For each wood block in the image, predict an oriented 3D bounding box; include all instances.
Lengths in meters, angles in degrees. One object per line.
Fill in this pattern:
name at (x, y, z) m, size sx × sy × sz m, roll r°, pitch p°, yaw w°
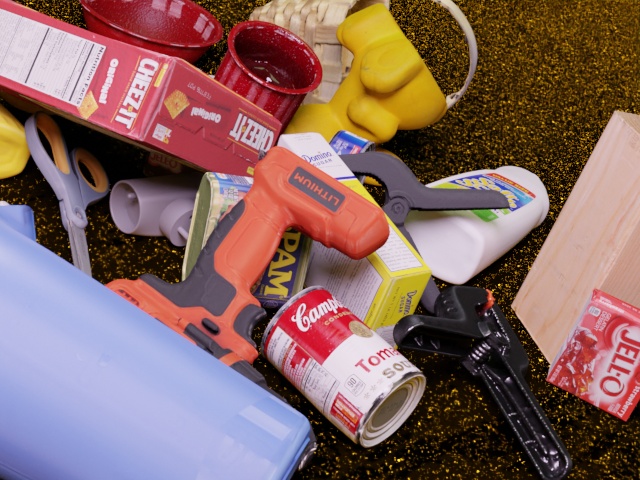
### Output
wood block at (0.259, 0.005, 0.915) m, size 0.090 × 0.206 × 0.090 m, roll 7°, pitch 32°, yaw -25°

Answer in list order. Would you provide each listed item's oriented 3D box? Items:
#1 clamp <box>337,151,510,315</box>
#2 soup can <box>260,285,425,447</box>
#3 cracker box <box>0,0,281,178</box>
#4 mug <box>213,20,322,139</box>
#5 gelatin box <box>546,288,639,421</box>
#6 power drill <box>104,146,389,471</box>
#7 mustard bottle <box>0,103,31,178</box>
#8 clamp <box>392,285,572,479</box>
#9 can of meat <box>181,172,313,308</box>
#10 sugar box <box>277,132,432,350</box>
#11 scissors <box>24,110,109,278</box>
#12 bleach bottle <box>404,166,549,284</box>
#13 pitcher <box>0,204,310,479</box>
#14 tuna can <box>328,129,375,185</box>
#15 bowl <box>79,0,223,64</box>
clamp at (0.076, -0.031, 0.922) m, size 0.171 × 0.120 × 0.039 m, roll 40°, pitch -11°, yaw -2°
soup can at (0.016, 0.089, 0.756) m, size 0.102 × 0.069 × 0.068 m, roll 40°, pitch 34°, yaw 28°
cracker box at (-0.161, -0.120, 0.856) m, size 0.214 × 0.072 × 0.164 m, roll 22°, pitch 0°, yaw 29°
mug at (-0.050, -0.146, 0.991) m, size 0.093 × 0.082 × 0.117 m, roll 42°, pitch 42°, yaw 8°
gelatin box at (0.238, 0.093, 0.873) m, size 0.073 × 0.089 × 0.030 m, roll 27°, pitch 29°, yaw 9°
power drill at (-0.037, 0.040, 0.719) m, size 0.184 × 0.057 × 0.187 m, roll 35°, pitch 70°, yaw 18°
mustard bottle at (-0.323, -0.123, 0.892) m, size 0.096 × 0.058 × 0.192 m, roll 3°, pitch 32°, yaw -48°
clamp at (0.119, 0.080, 0.829) m, size 0.164 × 0.036 × 0.210 m, roll 41°, pitch 19°, yaw -13°
can of meat at (-0.055, 0.001, 0.820) m, size 0.083 × 0.102 × 0.057 m, roll 7°, pitch 16°, yaw -20°
sugar box at (0.013, 0.001, 0.855) m, size 0.048 × 0.093 × 0.176 m, roll -7°, pitch 46°, yaw -31°
scissors at (-0.184, -0.018, 0.845) m, size 0.096 × 0.016 × 0.202 m, roll 27°, pitch 32°, yaw -59°
bleach bottle at (0.160, -0.033, 1.064) m, size 0.103 × 0.068 × 0.250 m, roll 32°, pitch 28°, yaw 18°
pitcher at (-0.138, 0.098, 0.595) m, size 0.243 × 0.149 × 0.145 m, roll 29°, pitch 15°, yaw 7°
tuna can at (0.017, -0.058, 0.983) m, size 0.034 × 0.086 × 0.086 m, roll 25°, pitch 29°, yaw 9°
bowl at (-0.190, -0.226, 1.158) m, size 0.162 × 0.055 × 0.162 m, roll 16°, pitch 29°, yaw -10°
